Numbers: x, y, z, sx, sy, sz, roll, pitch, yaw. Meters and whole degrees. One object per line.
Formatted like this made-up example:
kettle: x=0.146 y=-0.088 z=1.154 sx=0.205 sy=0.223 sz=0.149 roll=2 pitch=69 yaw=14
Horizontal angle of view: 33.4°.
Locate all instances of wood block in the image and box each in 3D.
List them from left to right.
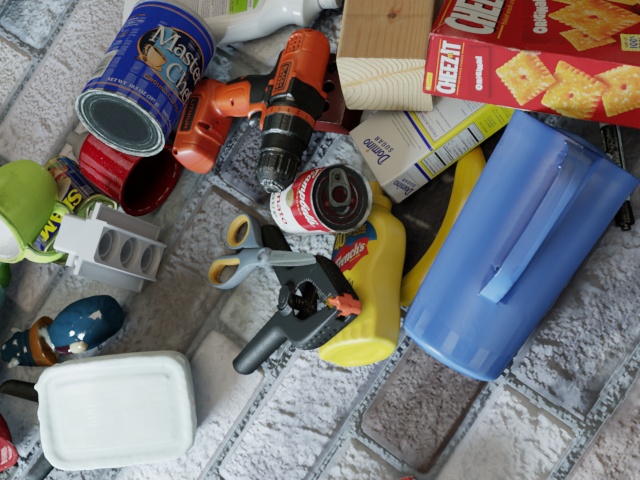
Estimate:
wood block: x=0.077 y=-0.244 z=1.091 sx=0.091 sy=0.090 sz=0.206 roll=3 pitch=64 yaw=12

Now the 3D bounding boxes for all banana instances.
banana: x=0.125 y=-0.006 z=1.088 sx=0.070 sy=0.037 sz=0.198 roll=34 pitch=93 yaw=23

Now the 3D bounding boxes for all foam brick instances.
foam brick: x=0.017 y=-0.158 z=1.153 sx=0.053 sy=0.051 sz=0.078 roll=10 pitch=83 yaw=22

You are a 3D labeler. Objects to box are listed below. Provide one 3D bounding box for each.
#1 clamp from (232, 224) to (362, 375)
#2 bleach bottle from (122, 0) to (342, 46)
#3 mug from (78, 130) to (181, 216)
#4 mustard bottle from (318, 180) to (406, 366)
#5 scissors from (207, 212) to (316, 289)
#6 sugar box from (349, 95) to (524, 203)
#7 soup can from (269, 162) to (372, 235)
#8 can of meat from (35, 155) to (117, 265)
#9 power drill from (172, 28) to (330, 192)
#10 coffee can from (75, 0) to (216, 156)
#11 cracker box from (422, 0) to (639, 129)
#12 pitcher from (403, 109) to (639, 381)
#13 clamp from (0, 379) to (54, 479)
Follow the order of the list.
clamp: x=-0.028 y=0.071 z=1.082 sx=0.210 sy=0.036 sz=0.164 roll=11 pitch=88 yaw=60
bleach bottle: x=-0.099 y=-0.265 z=1.215 sx=0.251 sy=0.068 sz=0.102 roll=1 pitch=79 yaw=19
mug: x=-0.211 y=-0.094 z=1.215 sx=0.082 sy=0.093 sz=0.117 roll=33 pitch=59 yaw=25
mustard bottle: x=0.046 y=0.027 z=1.084 sx=0.096 sy=0.058 sz=0.191 roll=-29 pitch=47 yaw=52
scissors: x=-0.057 y=0.001 z=1.117 sx=0.202 sy=0.016 sz=0.096 roll=-21 pitch=51 yaw=50
sugar box: x=0.123 y=-0.126 z=1.098 sx=0.176 sy=0.048 sz=0.093 roll=-38 pitch=48 yaw=13
soup can: x=-0.001 y=-0.040 z=1.077 sx=0.102 sy=0.068 sz=0.068 roll=-4 pitch=74 yaw=63
can of meat: x=-0.303 y=-0.037 z=1.252 sx=0.102 sy=0.057 sz=0.084 roll=-48 pitch=64 yaw=5
power drill: x=-0.075 y=-0.123 z=1.130 sx=0.188 sy=0.057 sz=0.184 roll=-8 pitch=58 yaw=44
coffee can: x=-0.185 y=-0.176 z=1.146 sx=0.103 sy=0.103 sz=0.140 roll=9 pitch=57 yaw=23
cracker box: x=0.218 y=-0.186 z=1.000 sx=0.214 sy=0.164 sz=0.072 roll=12 pitch=128 yaw=12
pitcher: x=0.180 y=0.008 z=0.999 sx=0.145 sy=0.149 sz=0.243 roll=40 pitch=103 yaw=47
clamp: x=-0.284 y=0.185 z=1.205 sx=0.171 sy=0.039 sz=0.120 roll=-30 pitch=86 yaw=8
